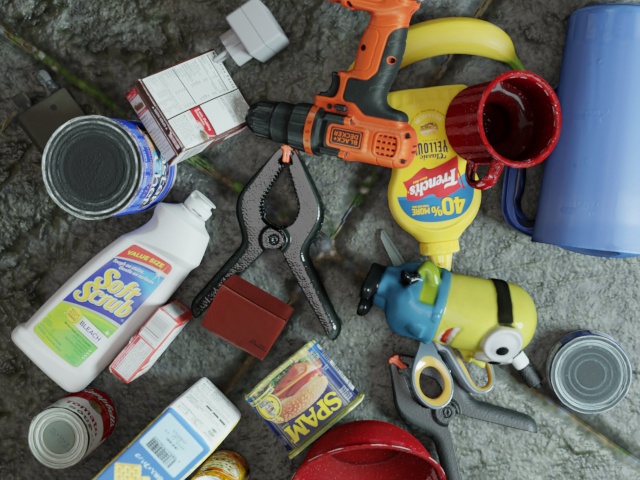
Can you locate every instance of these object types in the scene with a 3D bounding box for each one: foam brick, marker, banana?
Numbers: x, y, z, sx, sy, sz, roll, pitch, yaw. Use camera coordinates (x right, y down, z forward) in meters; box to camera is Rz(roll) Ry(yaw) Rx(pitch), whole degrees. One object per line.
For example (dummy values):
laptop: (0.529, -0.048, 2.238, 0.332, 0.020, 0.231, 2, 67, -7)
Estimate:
foam brick: (-0.077, 0.079, 1.116, 0.078, 0.051, 0.053, 30, 105, 0)
marker: (0.196, 0.108, 1.133, 0.020, 0.020, 0.121, -37, 90, 7)
banana: (0.114, -0.195, 1.110, 0.198, 0.037, 0.069, -5, 93, 6)

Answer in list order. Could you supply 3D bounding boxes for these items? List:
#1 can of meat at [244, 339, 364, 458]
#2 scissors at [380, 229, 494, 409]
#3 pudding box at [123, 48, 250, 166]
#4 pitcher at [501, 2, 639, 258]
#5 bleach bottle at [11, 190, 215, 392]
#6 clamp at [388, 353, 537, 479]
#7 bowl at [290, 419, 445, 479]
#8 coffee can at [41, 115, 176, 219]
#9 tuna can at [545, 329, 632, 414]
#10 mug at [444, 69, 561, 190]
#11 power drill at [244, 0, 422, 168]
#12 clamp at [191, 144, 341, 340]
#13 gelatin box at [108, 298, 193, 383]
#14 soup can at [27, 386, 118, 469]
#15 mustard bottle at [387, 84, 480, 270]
can of meat: (-0.019, 0.167, 1.142, 0.102, 0.057, 0.084, -40, 86, 7)
scissors: (0.099, 0.092, 1.124, 0.096, 0.016, 0.202, -41, 83, -13)
pudding box: (-0.133, -0.140, 1.108, 0.039, 0.113, 0.090, -33, 89, 47)
pitcher: (0.279, -0.106, 1.062, 0.149, 0.145, 0.243, 6, 91, -11)
bleach bottle: (-0.213, 0.042, 1.152, 0.102, 0.068, 0.251, 43, 95, 4)
clamp: (0.144, 0.179, 1.135, 0.120, 0.039, 0.171, -36, 87, -8)
bowl: (0.048, 0.235, 1.116, 0.162, 0.055, 0.162, -1, 137, -1)
coffee can: (-0.214, -0.076, 1.102, 0.103, 0.140, 0.103, 0, 94, 6)
tuna can: (0.281, 0.138, 1.118, 0.086, 0.033, 0.086, 0, 94, 6)
mug: (0.172, -0.105, 1.048, 0.093, 0.082, 0.117, 19, 85, -21)
power drill: (0.020, -0.175, 1.071, 0.184, 0.057, 0.188, 13, 104, 17)
clamp: (-0.057, 0.001, 1.143, 0.164, 0.036, 0.210, 2, 98, 5)
gelatin box: (-0.181, 0.107, 1.146, 0.030, 0.073, 0.089, 41, 98, 3)
soup can: (-0.265, 0.200, 1.148, 0.068, 0.102, 0.068, 0, 94, 6)
mustard bottle: (0.116, -0.062, 1.110, 0.096, 0.058, 0.191, -6, 94, 1)
